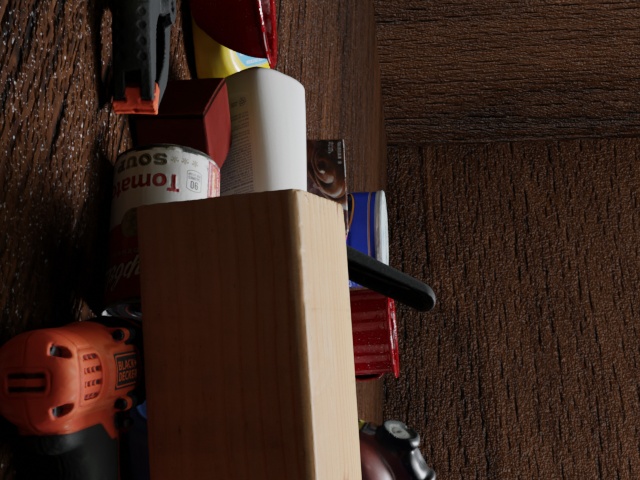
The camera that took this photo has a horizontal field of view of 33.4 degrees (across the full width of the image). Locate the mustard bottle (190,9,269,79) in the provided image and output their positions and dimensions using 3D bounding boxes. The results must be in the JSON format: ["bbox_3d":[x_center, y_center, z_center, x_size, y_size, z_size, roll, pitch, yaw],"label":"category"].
[{"bbox_3d":[-0.076,-0.184,0.903,0.096,0.058,0.192,-43,132,-67],"label":"mustard bottle"}]

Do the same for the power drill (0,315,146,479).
[{"bbox_3d":[-0.112,0.133,0.554,0.184,0.057,0.187,13,73,-79],"label":"power drill"}]

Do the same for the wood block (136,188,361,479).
[{"bbox_3d":[-0.034,0.083,0.566,0.090,0.090,0.206,14,71,-72],"label":"wood block"}]

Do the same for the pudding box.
[{"bbox_3d":[-0.020,-0.048,1.074,0.039,0.090,0.113,96,-7,-59],"label":"pudding box"}]

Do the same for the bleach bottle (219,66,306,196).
[{"bbox_3d":[-0.055,0.001,0.802,0.068,0.103,0.251,17,63,-41],"label":"bleach bottle"}]

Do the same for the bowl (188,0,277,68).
[{"bbox_3d":[-0.068,-0.205,0.783,0.162,0.055,0.162,-4,90,-88],"label":"bowl"}]

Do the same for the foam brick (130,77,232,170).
[{"bbox_3d":[-0.096,-0.077,0.748,0.078,0.053,0.051,-76,162,-62],"label":"foam brick"}]

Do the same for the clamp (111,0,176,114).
[{"bbox_3d":[-0.113,-0.162,0.683,0.120,0.039,0.171,77,9,-55],"label":"clamp"}]

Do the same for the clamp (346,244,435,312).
[{"bbox_3d":[-0.004,0.009,0.959,0.210,0.164,0.036,58,-37,37],"label":"clamp"}]

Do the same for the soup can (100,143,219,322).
[{"bbox_3d":[-0.097,0.000,0.657,0.068,0.068,0.102,70,19,-68],"label":"soup can"}]
